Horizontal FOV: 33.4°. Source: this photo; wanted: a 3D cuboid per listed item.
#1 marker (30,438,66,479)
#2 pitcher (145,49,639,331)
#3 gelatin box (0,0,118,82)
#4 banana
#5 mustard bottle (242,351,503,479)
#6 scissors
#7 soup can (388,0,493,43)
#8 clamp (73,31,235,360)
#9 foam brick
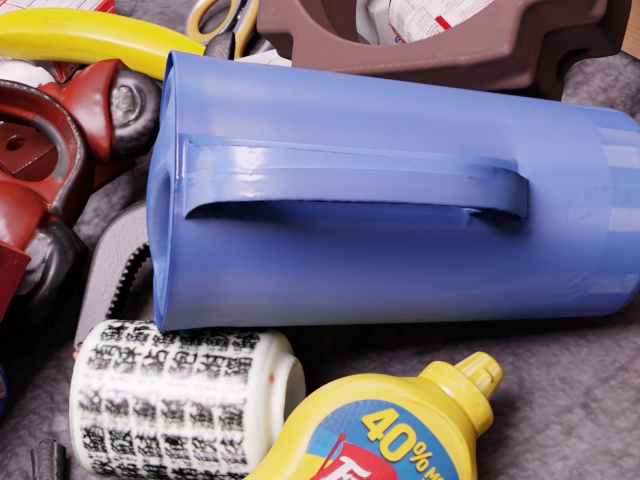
[{"bbox_3d":[-0.136,0.153,0.538,0.020,0.020,0.121,-16,49,1],"label":"marker"},{"bbox_3d":[0.039,-0.019,0.520,0.242,0.145,0.149,2,41,-11],"label":"pitcher"},{"bbox_3d":[-0.208,-0.163,0.813,0.089,0.030,0.073,21,58,25],"label":"gelatin box"},{"bbox_3d":[-0.150,-0.132,0.746,0.197,0.037,0.069,6,45,-6],"label":"banana"},{"bbox_3d":[0.015,0.118,0.487,0.191,0.058,0.096,-40,93,-21],"label":"mustard bottle"},{"bbox_3d":[-0.042,-0.213,0.782,0.096,0.016,0.201,3,70,32],"label":"scissors"},{"bbox_3d":[0.094,-0.131,0.684,0.068,0.068,0.102,-26,49,-8],"label":"soup can"},{"bbox_3d":[-0.054,0.001,0.612,0.164,0.036,0.210,35,80,9],"label":"clamp"},{"bbox_3d":[-0.173,-0.059,0.703,0.078,0.051,0.053,-37,52,-17],"label":"foam brick"}]
